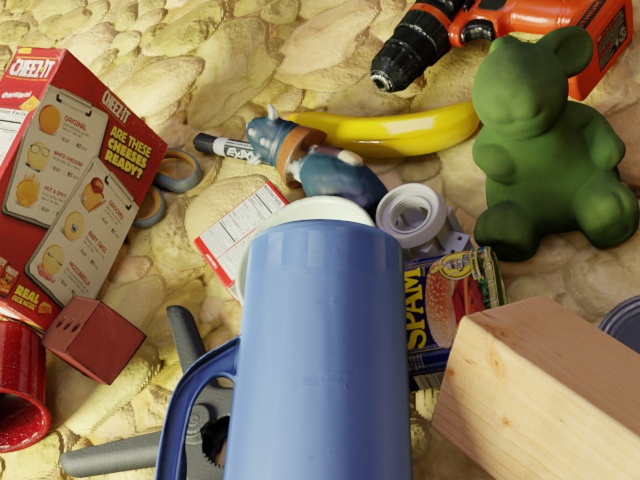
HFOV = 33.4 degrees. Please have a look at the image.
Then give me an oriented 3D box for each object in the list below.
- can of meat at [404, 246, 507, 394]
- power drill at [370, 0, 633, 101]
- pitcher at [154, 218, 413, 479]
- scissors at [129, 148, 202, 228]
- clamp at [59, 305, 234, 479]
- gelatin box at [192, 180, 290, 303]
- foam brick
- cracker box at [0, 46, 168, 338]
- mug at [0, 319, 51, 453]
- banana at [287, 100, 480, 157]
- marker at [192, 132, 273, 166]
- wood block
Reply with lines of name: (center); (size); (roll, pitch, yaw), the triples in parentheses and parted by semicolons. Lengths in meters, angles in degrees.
can of meat: (0.095, 0.058, 0.791); (0.084, 0.057, 0.102); (-12, 53, 15)
power drill: (0.156, -0.178, 0.918); (0.188, 0.057, 0.184); (23, 62, 35)
pitcher: (-0.011, 0.113, 0.706); (0.145, 0.149, 0.243); (-12, 67, 37)
scissors: (-0.206, -0.061, 1.050); (0.202, 0.016, 0.096); (8, 61, 31)
clamp: (-0.100, 0.154, 0.830); (0.210, 0.036, 0.164); (28, 73, 38)
gelatin box: (-0.056, 0.001, 0.923); (0.089, 0.030, 0.073); (-38, 48, -3)
foam brick: (-0.192, 0.083, 0.898); (0.053, 0.051, 0.078); (-56, 25, -18)
cracker box: (-0.242, -0.037, 0.939); (0.072, 0.164, 0.213); (10, 69, 32)
mug: (-0.282, 0.130, 0.914); (0.117, 0.093, 0.081); (-52, 33, 34)
banana: (0.055, -0.097, 0.937); (0.198, 0.037, 0.069); (-2, 27, 21)
marker: (-0.071, -0.084, 0.998); (0.121, 0.020, 0.020); (14, 64, 33)
wood block: (0.178, 0.127, 0.657); (0.090, 0.090, 0.206); (-11, 34, -40)
